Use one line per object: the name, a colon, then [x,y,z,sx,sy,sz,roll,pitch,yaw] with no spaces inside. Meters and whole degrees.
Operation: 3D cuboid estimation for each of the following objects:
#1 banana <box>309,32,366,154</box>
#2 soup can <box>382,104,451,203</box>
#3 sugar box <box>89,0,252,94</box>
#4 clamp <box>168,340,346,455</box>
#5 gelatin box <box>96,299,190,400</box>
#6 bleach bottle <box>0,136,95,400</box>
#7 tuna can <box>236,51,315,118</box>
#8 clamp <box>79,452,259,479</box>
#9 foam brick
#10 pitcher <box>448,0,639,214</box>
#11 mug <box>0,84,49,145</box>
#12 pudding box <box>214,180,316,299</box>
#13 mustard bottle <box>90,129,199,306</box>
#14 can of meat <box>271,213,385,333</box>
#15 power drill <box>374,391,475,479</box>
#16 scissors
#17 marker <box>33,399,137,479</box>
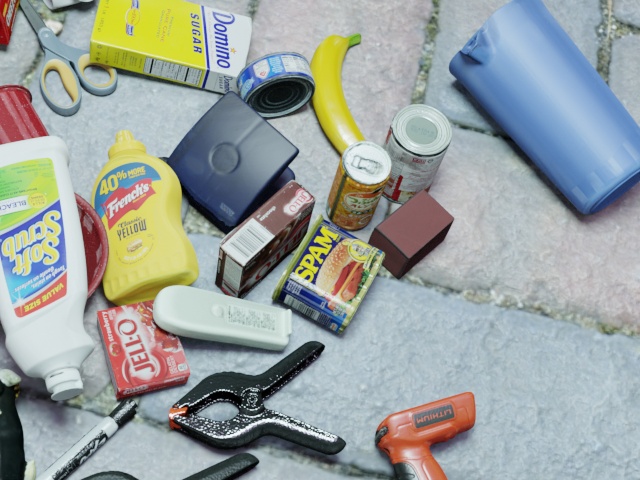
banana: [0.022,-0.170,1.237,0.069,0.037,0.198,1,62,-7]
soup can: [0.100,-0.094,1.172,0.068,0.102,0.068,4,61,-7]
sugar box: [-0.170,-0.231,1.224,0.176,0.048,0.093,10,60,-9]
clamp: [-0.062,0.153,1.049,0.171,0.039,0.120,2,51,-6]
gelatin box: [-0.176,0.106,1.057,0.073,0.030,0.089,-12,64,-19]
bleach bottle: [-0.260,0.027,1.006,0.102,0.068,0.251,-14,67,-16]
tuna can: [-0.049,-0.173,1.199,0.086,0.086,0.034,-11,66,-15]
clamp: [-0.157,0.253,0.980,0.210,0.036,0.164,15,56,-2]
foam brick: [0.097,-0.008,1.154,0.078,0.053,0.051,-39,74,-26]
pitcher: [0.275,-0.154,1.230,0.149,0.145,0.243,-34,75,-11]
mug: [-0.330,-0.103,1.102,0.093,0.117,0.081,-37,75,16]
pudding box: [-0.057,0.001,1.102,0.039,0.090,0.113,42,64,15]
mustard bottle: [-0.189,-0.032,1.108,0.096,0.058,0.191,-22,63,13]
can of meat: [0.010,0.036,1.114,0.084,0.057,0.102,29,62,3]
power drill: [0.143,0.244,1.023,0.184,0.057,0.188,-12,65,-16]
scissors: [-0.294,-0.231,1.228,0.096,0.016,0.202,-10,64,-17]
marker: [-0.221,0.194,1.011,0.020,0.020,0.121,42,63,13]
